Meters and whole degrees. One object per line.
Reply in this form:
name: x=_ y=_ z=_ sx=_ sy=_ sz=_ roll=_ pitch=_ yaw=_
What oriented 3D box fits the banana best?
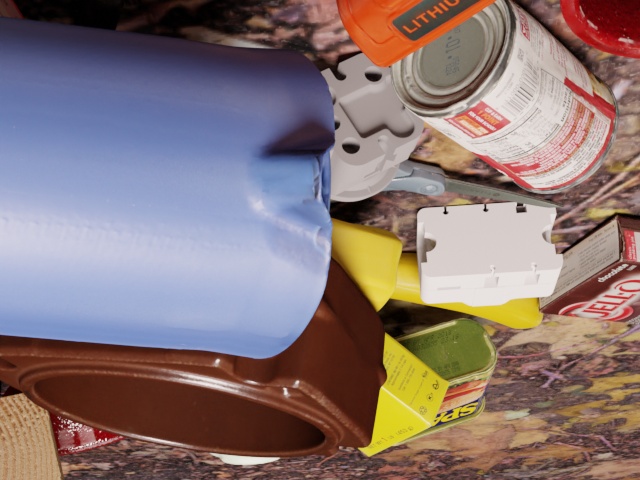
banana: x=0.107 y=0.041 z=0.794 sx=0.197 sy=0.037 sz=0.070 roll=19 pitch=148 yaw=-38

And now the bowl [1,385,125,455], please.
bowl: x=-0.218 y=0.141 z=0.938 sx=0.162 sy=0.055 sz=0.162 roll=-15 pitch=158 yaw=-6

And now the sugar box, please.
sugar box: x=-0.005 y=0.077 z=0.753 sx=0.176 sy=0.048 sz=0.093 roll=36 pitch=144 yaw=-8

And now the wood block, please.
wood block: x=-0.253 y=0.200 z=0.859 sx=0.090 sy=0.090 sz=0.206 roll=-11 pitch=157 yaw=-15

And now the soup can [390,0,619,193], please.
soup can: x=0.090 y=-0.071 z=0.513 sx=0.069 sy=0.068 sz=0.102 roll=-21 pitch=149 yaw=35

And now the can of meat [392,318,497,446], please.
can of meat: x=0.086 y=0.111 z=0.848 sx=0.102 sy=0.057 sz=0.084 roll=-16 pitch=148 yaw=-13

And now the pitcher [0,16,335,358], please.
pitcher: x=-0.128 y=-0.023 z=0.416 sx=0.242 sy=0.145 sz=0.149 roll=5 pitch=130 yaw=-28

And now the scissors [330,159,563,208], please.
scissors: x=0.047 y=-0.032 z=0.656 sx=0.201 sy=0.016 sz=0.096 roll=18 pitch=151 yaw=-35
